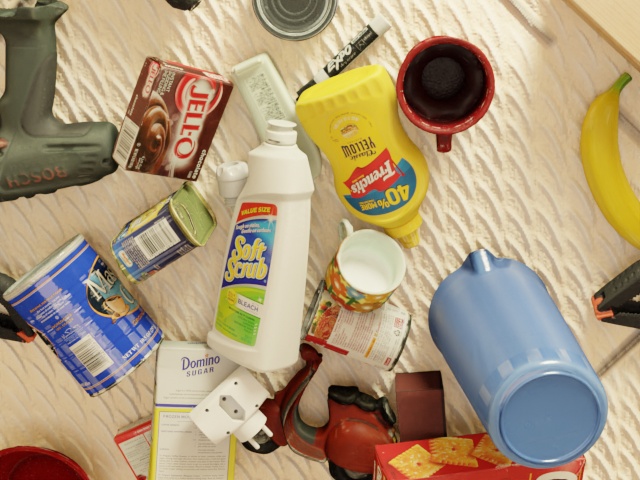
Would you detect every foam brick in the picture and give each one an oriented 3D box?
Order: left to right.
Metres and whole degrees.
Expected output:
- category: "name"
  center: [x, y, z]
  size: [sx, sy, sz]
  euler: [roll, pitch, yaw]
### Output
- category: "foam brick"
  center: [0.109, 0.187, 1.157]
  size: [0.051, 0.053, 0.078]
  euler: [-5, 105, 4]

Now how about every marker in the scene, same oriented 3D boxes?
- category: "marker"
  center: [0.021, -0.179, 1.069]
  size: [0.121, 0.020, 0.020]
  euler: [-42, 100, 13]

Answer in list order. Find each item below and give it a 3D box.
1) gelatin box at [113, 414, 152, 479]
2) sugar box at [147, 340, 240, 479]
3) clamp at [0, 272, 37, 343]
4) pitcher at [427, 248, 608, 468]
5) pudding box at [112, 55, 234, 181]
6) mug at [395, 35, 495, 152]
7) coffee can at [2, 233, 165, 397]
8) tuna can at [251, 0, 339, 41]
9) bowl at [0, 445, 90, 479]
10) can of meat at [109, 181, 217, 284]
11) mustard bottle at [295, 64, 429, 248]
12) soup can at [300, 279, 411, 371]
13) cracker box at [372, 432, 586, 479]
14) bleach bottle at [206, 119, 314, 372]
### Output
- category: "gelatin box"
  center: [-0.178, 0.240, 1.200]
  size: [0.073, 0.030, 0.089]
  euler: [-25, 103, 8]
- category: "sugar box"
  center: [-0.137, 0.198, 1.156]
  size: [0.093, 0.048, 0.176]
  euler: [4, 93, -13]
- category: "clamp"
  center: [-0.382, 0.055, 1.152]
  size: [0.120, 0.039, 0.171]
  euler: [-33, 105, 31]
- category: "pitcher"
  center: [0.192, 0.125, 1.035]
  size: [0.149, 0.243, 0.145]
  euler: [30, 104, -13]
- category: "pudding box"
  center: [-0.147, -0.120, 1.063]
  size: [0.089, 0.039, 0.114]
  euler: [8, 115, -42]
- category: "mug"
  center: [0.120, -0.144, 1.042]
  size: [0.093, 0.081, 0.117]
  euler: [-4, 106, 4]
- category: "coffee can"
  center: [-0.246, 0.078, 1.117]
  size: [0.103, 0.103, 0.140]
  euler: [-36, 102, 12]
- category: "tuna can"
  center: [-0.025, -0.239, 1.046]
  size: [0.086, 0.033, 0.086]
  euler: [1, 107, 3]
- category: "bowl"
  center: [-0.320, 0.295, 1.211]
  size: [0.162, 0.055, 0.162]
  euler: [1, 107, 3]
- category: "can of meat"
  center: [-0.161, -0.007, 1.089]
  size: [0.084, 0.102, 0.057]
  euler: [-31, 103, 13]
- category: "mustard bottle"
  center: [0.055, -0.074, 1.071]
  size: [0.096, 0.058, 0.191]
  euler: [-18, 115, 21]
- category: "soup can"
  center: [0.037, 0.090, 1.124]
  size: [0.102, 0.068, 0.068]
  euler: [21, 107, -4]
- category: "cracker box"
  center: [0.163, 0.289, 1.137]
  size: [0.213, 0.072, 0.164]
  euler: [-4, 118, -10]
- category: "bleach bottle"
  center: [-0.057, 0.001, 1.083]
  size: [0.103, 0.067, 0.251]
  euler: [23, 114, 41]
